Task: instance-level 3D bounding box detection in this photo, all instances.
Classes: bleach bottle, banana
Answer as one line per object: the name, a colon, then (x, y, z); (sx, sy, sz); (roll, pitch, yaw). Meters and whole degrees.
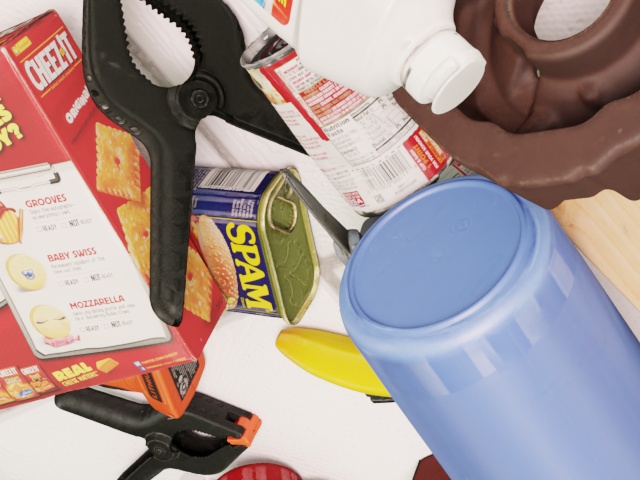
bleach bottle: (-0.019, -0.155, 0.462); (0.251, 0.067, 0.103); (49, 136, 20)
banana: (0.063, 0.075, 0.716); (0.198, 0.037, 0.069); (-13, 104, 31)

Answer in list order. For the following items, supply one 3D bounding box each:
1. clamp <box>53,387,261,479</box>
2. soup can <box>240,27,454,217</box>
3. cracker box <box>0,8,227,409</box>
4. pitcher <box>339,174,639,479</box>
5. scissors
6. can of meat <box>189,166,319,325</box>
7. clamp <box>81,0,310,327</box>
clamp: (-0.133, 0.151, 0.862); (0.172, 0.039, 0.120); (-19, 123, 27)
soup can: (0.016, -0.070, 0.542); (0.069, 0.068, 0.102); (-22, 117, 36)
cracker box: (-0.179, -0.010, 0.648); (0.164, 0.072, 0.213); (-16, 115, 25)
pitcher: (0.105, 0.078, 0.559); (0.149, 0.145, 0.242); (-17, 131, 26)
scissors: (0.020, -0.007, 0.601); (0.016, 0.096, 0.201); (-12, 138, 17)
can of meat: (-0.055, 0.001, 0.690); (0.084, 0.057, 0.102); (6, 129, 23)
clamp: (-0.061, -0.078, 0.606); (0.210, 0.164, 0.036); (65, 162, -8)
